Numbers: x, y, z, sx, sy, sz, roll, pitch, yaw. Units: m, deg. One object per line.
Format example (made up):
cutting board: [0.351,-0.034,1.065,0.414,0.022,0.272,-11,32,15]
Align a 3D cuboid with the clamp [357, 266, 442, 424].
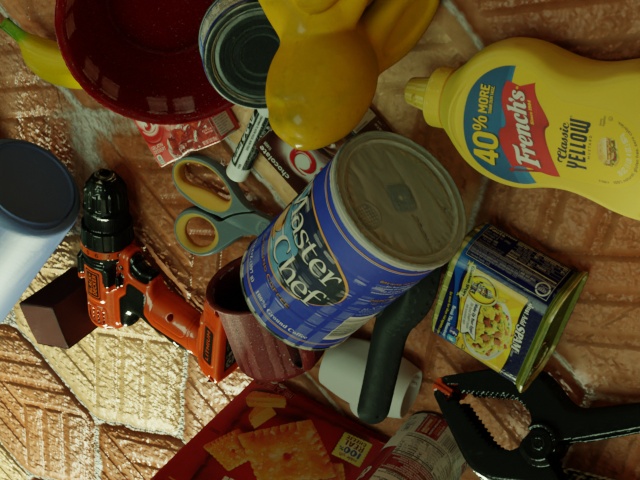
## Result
clamp: [0.052,0.044,0.831,0.172,0.039,0.120,-68,30,27]

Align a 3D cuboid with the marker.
marker: [-0.049,-0.092,0.849,0.020,0.020,0.121,40,137,9]

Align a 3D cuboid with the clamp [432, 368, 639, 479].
clamp: [0.177,0.145,0.790,0.210,0.036,0.164,36,95,37]

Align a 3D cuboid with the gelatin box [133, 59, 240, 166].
gelatin box: [-0.119,-0.108,0.888,0.089,0.030,0.073,-16,108,45]

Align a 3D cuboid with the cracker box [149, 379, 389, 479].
cracker box: [-0.051,0.229,0.939,0.164,0.213,0.072,26,133,24]

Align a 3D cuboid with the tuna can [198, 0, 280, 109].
tuna can: [-0.043,-0.138,0.763,0.086,0.034,0.086,-5,124,-8]

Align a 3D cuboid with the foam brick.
foam brick: [-0.257,0.069,1.096,0.053,0.078,0.051,5,121,37]

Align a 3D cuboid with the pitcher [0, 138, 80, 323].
pitcher: [-0.334,-0.001,1.051,0.243,0.144,0.149,-40,78,39]

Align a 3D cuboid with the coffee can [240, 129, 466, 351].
coffee can: [0.020,0.003,0.744,0.103,0.102,0.141,48,138,1]

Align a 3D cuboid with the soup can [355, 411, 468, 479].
soup can: [0.075,0.199,0.895,0.069,0.102,0.068,22,132,27]

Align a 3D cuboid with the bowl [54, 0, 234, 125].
bowl: [-0.112,-0.168,0.785,0.162,0.055,0.162,-5,124,-8]

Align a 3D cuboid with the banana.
banana: [-0.194,-0.158,0.898,0.198,0.037,0.069,4,146,37]

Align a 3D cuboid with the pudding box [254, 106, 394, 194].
pudding box: [0.017,-0.059,0.803,0.113,0.039,0.090,50,138,-2]

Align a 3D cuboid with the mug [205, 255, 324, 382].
mug: [-0.036,0.069,0.897,0.117,0.093,0.081,34,147,52]

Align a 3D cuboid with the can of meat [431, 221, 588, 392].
can of meat: [0.133,0.046,0.771,0.084,0.057,0.102,31,135,21]

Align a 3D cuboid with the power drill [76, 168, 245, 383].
power drill: [-0.148,0.037,1.000,0.188,0.057,0.184,28,136,24]

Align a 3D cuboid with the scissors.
scissors: [-0.056,0.001,0.900,0.202,0.016,0.096,37,122,23]

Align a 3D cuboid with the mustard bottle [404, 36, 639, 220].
mustard bottle: [0.140,-0.077,0.673,0.192,0.058,0.096,17,128,30]
